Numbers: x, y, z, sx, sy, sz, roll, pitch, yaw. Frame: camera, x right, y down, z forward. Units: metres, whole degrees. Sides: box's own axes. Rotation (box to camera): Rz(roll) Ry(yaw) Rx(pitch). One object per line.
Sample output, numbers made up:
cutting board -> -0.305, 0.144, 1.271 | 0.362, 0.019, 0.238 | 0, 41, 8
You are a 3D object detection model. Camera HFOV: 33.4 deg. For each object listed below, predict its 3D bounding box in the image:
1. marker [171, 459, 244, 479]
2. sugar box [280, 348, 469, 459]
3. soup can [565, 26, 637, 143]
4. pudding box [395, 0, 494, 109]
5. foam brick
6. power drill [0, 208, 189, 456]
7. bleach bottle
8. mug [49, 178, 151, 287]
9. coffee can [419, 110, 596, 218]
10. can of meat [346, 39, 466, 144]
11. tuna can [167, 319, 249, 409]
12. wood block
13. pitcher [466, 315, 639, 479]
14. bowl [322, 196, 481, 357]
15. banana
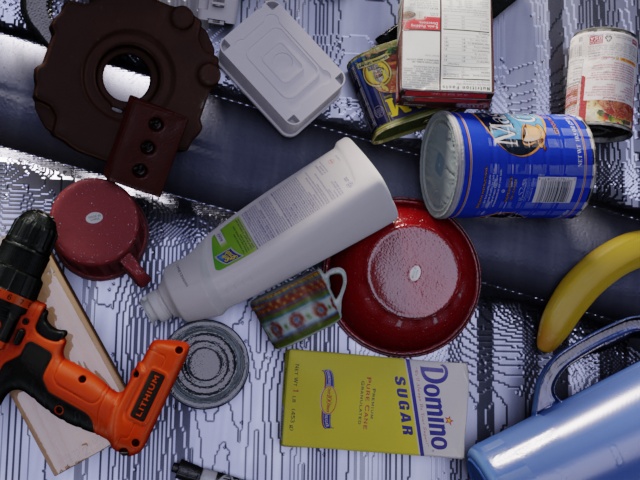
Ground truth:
marker -> -0.082, 0.232, 1.007 | 0.121, 0.020, 0.020 | 19, 80, -4
sugar box -> 0.052, 0.156, 1.020 | 0.176, 0.048, 0.093 | 4, 82, -5
soup can -> 0.284, -0.156, 1.080 | 0.068, 0.068, 0.102 | 7, 81, -6
pudding box -> 0.119, -0.182, 1.017 | 0.090, 0.039, 0.113 | 3, 72, -1
foam brick -> -0.159, -0.086, 0.967 | 0.053, 0.051, 0.078 | 18, 95, -17
power drill -> -0.210, 0.086, 0.901 | 0.187, 0.057, 0.184 | 23, 83, -1
bleach bottle -> -0.057, 0.001, 1.012 | 0.251, 0.103, 0.068 | -30, 128, -3
mug -> -0.200, -0.003, 0.993 | 0.093, 0.081, 0.117 | -38, 88, -10
coffee can -> 0.178, -0.072, 1.029 | 0.140, 0.103, 0.103 | 0, 82, -14
can of meat -> 0.085, -0.153, 1.061 | 0.102, 0.057, 0.084 | -19, 82, -10
tuna can -> -0.110, 0.118, 1.012 | 0.086, 0.034, 0.086 | 1, 82, -7
wood block -> -0.247, 0.099, 0.969 | 0.090, 0.091, 0.206 | -29, 86, -11
pitcher -> 0.262, 0.189, 1.004 | 0.242, 0.149, 0.145 | -22, 128, -6
bowl -> 0.085, 0.033, 1.037 | 0.162, 0.055, 0.162 | 1, 83, -7
banana -> 0.291, 0.039, 1.069 | 0.197, 0.037, 0.069 | -27, 85, -10
